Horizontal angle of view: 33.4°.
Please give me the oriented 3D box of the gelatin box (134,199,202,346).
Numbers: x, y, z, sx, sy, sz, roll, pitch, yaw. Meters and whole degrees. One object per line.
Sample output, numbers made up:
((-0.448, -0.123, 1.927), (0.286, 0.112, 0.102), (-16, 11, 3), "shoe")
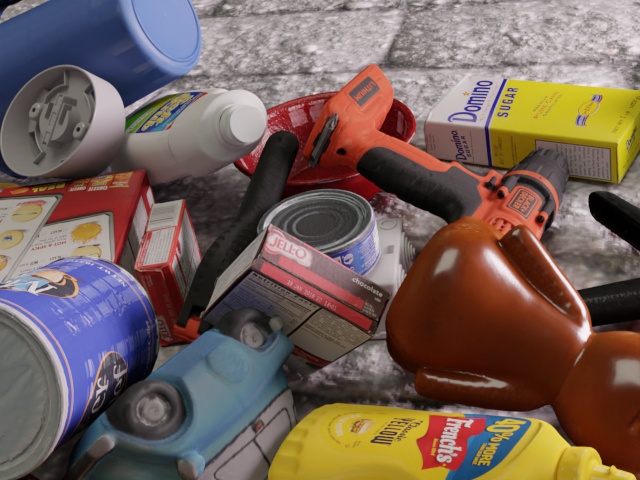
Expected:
((-0.112, 0.024, 0.805), (0.030, 0.073, 0.089), (-8, 35, 7), "gelatin box")

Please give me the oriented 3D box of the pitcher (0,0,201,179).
((-0.235, -0.176, 0.997), (0.243, 0.149, 0.145), (-19, 33, 31), "pitcher")

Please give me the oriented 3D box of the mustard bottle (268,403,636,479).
((0.073, 0.128, 0.578), (0.192, 0.058, 0.096), (-1, 15, 32), "mustard bottle")

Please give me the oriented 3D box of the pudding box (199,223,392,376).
((-0.019, 0.042, 0.691), (0.090, 0.114, 0.039), (31, 59, -10), "pudding box")

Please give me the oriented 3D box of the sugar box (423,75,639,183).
((0.187, -0.100, 0.925), (0.176, 0.048, 0.093), (12, 40, 29), "sugar box")

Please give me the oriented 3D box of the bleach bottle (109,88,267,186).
((-0.103, -0.091, 0.888), (0.102, 0.068, 0.251), (-39, 17, -21), "bleach bottle")

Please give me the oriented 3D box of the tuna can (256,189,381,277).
((-0.001, -0.001, 0.752), (0.086, 0.034, 0.086), (-8, 34, 5), "tuna can")

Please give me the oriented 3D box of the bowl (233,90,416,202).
((0.005, -0.070, 0.924), (0.162, 0.055, 0.162), (-8, 34, 5), "bowl")

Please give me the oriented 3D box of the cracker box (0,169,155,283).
((-0.222, 0.036, 0.822), (0.164, 0.072, 0.213), (-7, 35, 7), "cracker box")

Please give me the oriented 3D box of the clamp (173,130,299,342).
((-0.055, 0.001, 0.789), (0.039, 0.120, 0.171), (13, 44, 18), "clamp")

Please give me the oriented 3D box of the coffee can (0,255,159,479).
((-0.168, 0.070, 0.631), (0.103, 0.103, 0.140), (-2, 8, 13), "coffee can")

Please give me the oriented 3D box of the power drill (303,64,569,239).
((0.095, -0.060, 0.818), (0.188, 0.057, 0.184), (32, 36, 9), "power drill")
